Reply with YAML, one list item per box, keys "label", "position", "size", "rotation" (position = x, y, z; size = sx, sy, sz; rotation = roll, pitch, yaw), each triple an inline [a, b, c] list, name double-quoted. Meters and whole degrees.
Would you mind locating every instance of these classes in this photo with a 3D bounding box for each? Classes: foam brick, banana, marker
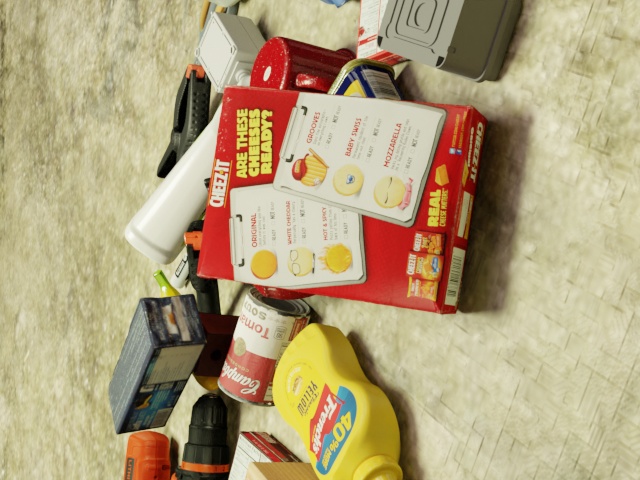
- label: "foam brick"
  position: [-0.099, 0.111, 1.129]
  size: [0.051, 0.078, 0.053]
  rotation: [43, 121, 54]
- label: "banana"
  position: [-0.150, 0.116, 1.229]
  size: [0.037, 0.069, 0.198]
  rotation: [-38, 46, 0]
- label: "marker"
  position: [-0.152, 0.012, 1.303]
  size: [0.121, 0.020, 0.020]
  rotation: [-57, 38, 34]

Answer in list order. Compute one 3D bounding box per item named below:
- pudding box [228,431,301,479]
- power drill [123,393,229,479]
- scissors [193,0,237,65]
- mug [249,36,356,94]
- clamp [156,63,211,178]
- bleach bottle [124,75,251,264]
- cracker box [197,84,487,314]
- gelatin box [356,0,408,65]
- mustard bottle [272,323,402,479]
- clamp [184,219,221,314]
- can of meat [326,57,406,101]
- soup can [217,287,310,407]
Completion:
- label: "pudding box"
  position: [-0.060, 0.257, 1.061]
  size: [0.090, 0.039, 0.113]
  rotation: [26, 103, 59]
- label: "power drill"
  position: [-0.163, 0.262, 1.212]
  size: [0.188, 0.057, 0.184]
  rotation: [-6, 76, 59]
- label: "scissors"
  position: [-0.144, -0.233, 1.362]
  size: [0.096, 0.016, 0.202]
  rotation: [18, 97, 59]
- label: "mug"
  position: [-0.013, -0.153, 1.055]
  size: [0.117, 0.081, 0.093]
  rotation: [23, 102, 59]
- label: "clamp"
  position: [-0.163, -0.113, 1.306]
  size: [0.164, 0.036, 0.210]
  rotation: [-111, 31, -45]
- label: "bleach bottle"
  position: [-0.121, -0.092, 1.196]
  size: [0.251, 0.068, 0.102]
  rotation: [-51, 7, 23]
- label: "cracker box"
  position: [0.018, -0.035, 0.876]
  size: [0.214, 0.072, 0.164]
  rotation: [8, 88, 21]
- label: "gelatin box"
  position: [0.068, -0.208, 0.987]
  size: [0.073, 0.030, 0.089]
  rotation: [-8, 75, 57]
- label: "mustard bottle"
  position: [0.021, 0.162, 0.932]
  size: [0.096, 0.058, 0.192]
  rotation: [-63, 35, 19]
- label: "clamp"
  position: [-0.127, 0.036, 1.179]
  size: [0.171, 0.039, 0.120]
  rotation: [80, -179, -79]
- label: "can of meat"
  position: [0.040, -0.100, 0.976]
  size: [0.102, 0.057, 0.084]
  rotation: [-56, 40, 36]
- label: "soup can"
  position: [-0.056, 0.106, 1.067]
  size: [0.069, 0.068, 0.102]
  rotation: [40, 115, 56]
